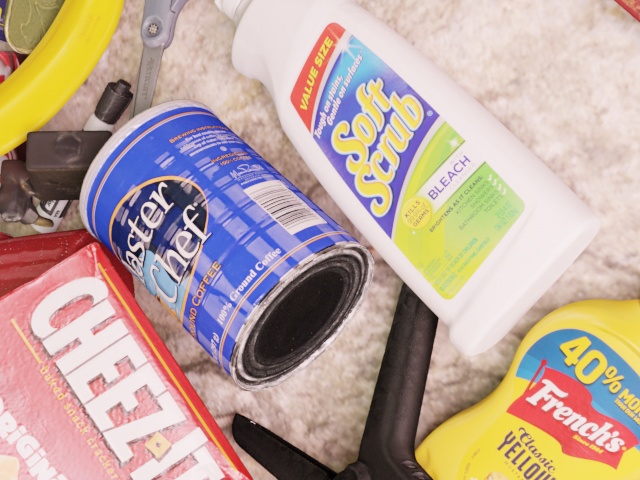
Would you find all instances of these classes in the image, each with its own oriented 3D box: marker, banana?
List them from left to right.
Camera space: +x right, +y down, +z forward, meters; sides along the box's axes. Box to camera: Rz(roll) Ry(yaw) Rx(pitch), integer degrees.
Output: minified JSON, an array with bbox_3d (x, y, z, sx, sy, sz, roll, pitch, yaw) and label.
[{"bbox_3d":[-0.177,-0.113,0.670,0.037,0.069,0.198,33,89,39],"label":"banana"},{"bbox_3d":[-0.158,-0.055,0.708,0.020,0.020,0.121,42,112,17],"label":"marker"}]

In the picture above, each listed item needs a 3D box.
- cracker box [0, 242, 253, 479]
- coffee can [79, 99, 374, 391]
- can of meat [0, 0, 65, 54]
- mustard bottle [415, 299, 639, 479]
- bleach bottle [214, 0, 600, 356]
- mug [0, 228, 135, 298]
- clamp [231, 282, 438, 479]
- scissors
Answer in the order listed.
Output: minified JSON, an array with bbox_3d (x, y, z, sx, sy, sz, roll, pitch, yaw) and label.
[{"bbox_3d":[-0.168,0.126,0.584,0.213,0.072,0.164,-34,90,-12],"label":"cracker box"},{"bbox_3d":[-0.054,0.001,0.603,0.140,0.102,0.103,42,112,26],"label":"coffee can"},{"bbox_3d":[-0.206,-0.181,0.698,0.084,0.057,0.102,22,105,26],"label":"can of meat"},{"bbox_3d":[0.137,0.088,0.551,0.096,0.058,0.192,48,114,21],"label":"mustard bottle"},{"bbox_3d":[0.028,-0.059,0.588,0.251,0.068,0.103,45,107,18],"label":"bleach bottle"},{"bbox_3d":[-0.170,0.046,0.695,0.082,0.093,0.117,-7,124,23],"label":"mug"},{"bbox_3d":[0.016,0.140,0.582,0.165,0.036,0.210,-36,44,31],"label":"clamp"},{"bbox_3d":[-0.080,-0.135,0.636,0.096,0.016,0.202,-8,79,20],"label":"scissors"}]
